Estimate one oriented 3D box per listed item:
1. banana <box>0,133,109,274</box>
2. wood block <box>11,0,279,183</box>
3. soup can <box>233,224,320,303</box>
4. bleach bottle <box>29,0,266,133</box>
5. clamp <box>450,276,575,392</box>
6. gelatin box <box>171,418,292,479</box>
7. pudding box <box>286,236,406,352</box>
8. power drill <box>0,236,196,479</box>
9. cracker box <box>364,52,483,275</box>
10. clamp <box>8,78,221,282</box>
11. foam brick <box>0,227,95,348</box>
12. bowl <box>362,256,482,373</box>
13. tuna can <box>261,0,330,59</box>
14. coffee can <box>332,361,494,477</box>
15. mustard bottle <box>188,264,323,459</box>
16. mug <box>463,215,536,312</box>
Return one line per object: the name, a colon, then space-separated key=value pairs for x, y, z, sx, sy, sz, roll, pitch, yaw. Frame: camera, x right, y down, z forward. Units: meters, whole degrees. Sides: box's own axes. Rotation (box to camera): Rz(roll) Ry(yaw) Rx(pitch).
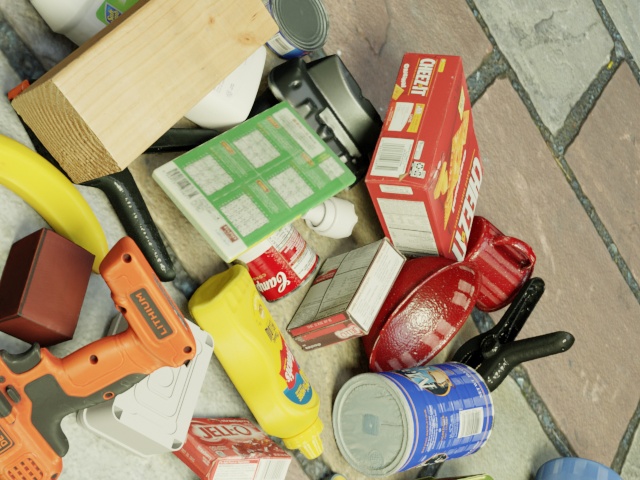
banana: x=-0.247 y=-0.041 z=0.878 sx=0.197 sy=0.037 sz=0.069 roll=31 pitch=75 yaw=-33
wood block: x=-0.145 y=-0.149 z=0.903 sx=0.205 sy=0.091 sz=0.090 roll=-48 pitch=112 yaw=-30
soup can: x=-0.057 y=0.001 z=1.028 sx=0.102 sy=0.069 sz=0.068 roll=51 pitch=47 yaw=-20
bleach bottle: x=-0.169 y=-0.200 z=0.989 sx=0.250 sy=0.068 sz=0.102 roll=31 pitch=57 yaw=-32
clamp: x=0.202 y=0.115 z=1.197 sx=0.039 sy=0.172 sz=0.120 roll=46 pitch=25 yaw=-23
gelatin box: x=-0.081 y=0.184 z=0.935 sx=0.089 sy=0.073 sz=0.030 roll=11 pitch=103 yaw=-43
pudding box: x=0.026 y=0.055 z=1.077 sx=0.039 sy=0.090 sz=0.113 roll=48 pitch=47 yaw=-22
power drill: x=-0.202 y=0.077 z=0.794 sx=0.187 sy=0.057 sz=0.184 roll=-33 pitch=110 yaw=-2
cracker box: x=0.120 y=-0.071 z=1.150 sx=0.213 sy=0.072 sz=0.164 roll=64 pitch=39 yaw=-56
clamp: x=-0.184 y=-0.067 z=0.946 sx=0.209 sy=0.036 sz=0.164 roll=28 pitch=59 yaw=-33
foam brick: x=-0.224 y=0.039 z=0.858 sx=0.051 sy=0.053 sz=0.078 roll=30 pitch=58 yaw=-35
bowl: x=0.096 y=0.072 z=1.129 sx=0.161 sy=0.162 sz=0.055 roll=-9 pitch=43 yaw=-46
tuna can: x=-0.032 y=-0.241 z=1.161 sx=0.086 sy=0.034 sz=0.086 roll=17 pitch=65 yaw=-41
coffee can: x=0.096 y=0.181 z=1.095 sx=0.140 sy=0.103 sz=0.103 roll=-1 pitch=77 yaw=-45
mustard bottle: x=-0.051 y=0.121 z=0.990 sx=0.191 sy=0.058 sz=0.096 roll=61 pitch=12 yaw=-12
mug: x=0.197 y=0.022 z=1.245 sx=0.081 sy=0.117 sz=0.093 roll=39 pitch=59 yaw=-24
